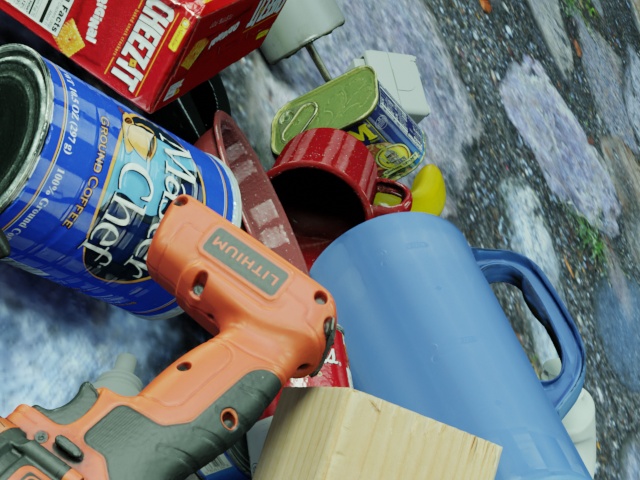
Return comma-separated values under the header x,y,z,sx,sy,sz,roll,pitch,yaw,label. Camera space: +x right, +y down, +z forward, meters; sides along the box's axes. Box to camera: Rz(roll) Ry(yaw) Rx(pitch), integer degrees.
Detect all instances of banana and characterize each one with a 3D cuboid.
x,y,z,sx,sy,sz,roll,pitch,yaw,label
0.083,-0.039,1.006,0.197,0.037,0.069,-10,78,-62,banana

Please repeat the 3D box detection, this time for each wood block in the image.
x,y,z,sx,sy,sz,roll,pitch,yaw,label
0.003,0.182,0.512,0.090,0.090,0.206,24,74,-19,wood block

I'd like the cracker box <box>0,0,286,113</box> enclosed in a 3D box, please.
x,y,z,sx,sy,sz,roll,pitch,yaw,label
-0.134,-0.181,0.617,0.214,0.072,0.164,35,30,2,cracker box

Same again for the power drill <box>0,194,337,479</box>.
x,y,z,sx,sy,sz,roll,pitch,yaw,label
-0.095,0.064,0.473,0.184,0.057,0.187,35,56,10,power drill

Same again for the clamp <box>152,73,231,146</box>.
x,y,z,sx,sy,sz,roll,pitch,yaw,label
-0.094,-0.131,0.770,0.120,0.039,0.171,-3,77,-56,clamp

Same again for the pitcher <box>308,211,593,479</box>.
x,y,z,sx,sy,sz,roll,pitch,yaw,label
0.093,0.098,0.709,0.144,0.149,0.243,25,26,-36,pitcher

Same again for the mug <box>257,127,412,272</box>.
x,y,z,sx,sy,sz,roll,pitch,yaw,label
0.011,-0.034,0.800,0.081,0.117,0.093,-69,159,-59,mug

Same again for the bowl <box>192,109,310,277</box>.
x,y,z,sx,sy,sz,roll,pitch,yaw,label
-0.054,0.001,0.686,0.162,0.055,0.162,-24,90,-83,bowl

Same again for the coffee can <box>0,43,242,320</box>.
x,y,z,sx,sy,sz,roll,pitch,yaw,label
-0.125,-0.026,0.564,0.140,0.103,0.103,30,44,-48,coffee can

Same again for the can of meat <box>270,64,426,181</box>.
x,y,z,sx,sy,sz,roll,pitch,yaw,label
0.024,-0.083,0.871,0.083,0.102,0.057,42,35,-41,can of meat
